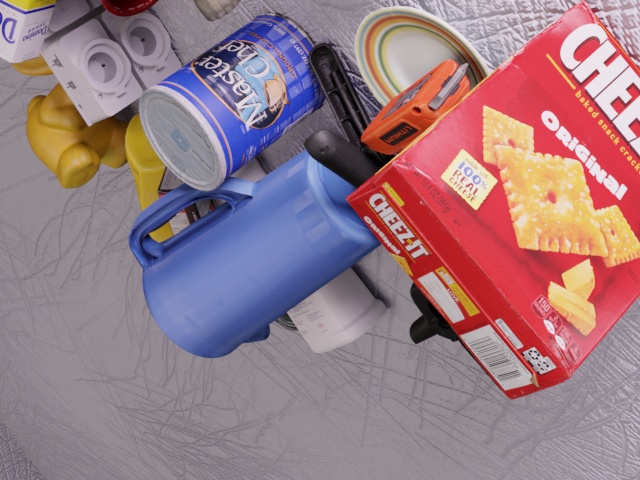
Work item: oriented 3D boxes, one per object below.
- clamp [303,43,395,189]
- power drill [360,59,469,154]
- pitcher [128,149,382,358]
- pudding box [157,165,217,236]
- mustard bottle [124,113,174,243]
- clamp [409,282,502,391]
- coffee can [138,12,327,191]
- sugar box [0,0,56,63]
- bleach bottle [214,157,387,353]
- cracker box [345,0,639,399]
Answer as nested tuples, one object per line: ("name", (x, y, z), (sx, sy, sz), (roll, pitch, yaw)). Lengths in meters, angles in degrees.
("clamp", (0.046, -0.052, 0.894), (0.036, 0.164, 0.210), (-27, 114, 20))
("power drill", (0.124, -0.042, 0.836), (0.187, 0.057, 0.185), (41, 151, -9))
("pitcher", (-0.057, 0.001, 1.006), (0.243, 0.148, 0.145), (-34, 73, 36))
("pudding box", (-0.136, -0.052, 1.148), (0.039, 0.113, 0.090), (-9, 127, 10))
("mustard bottle", (-0.187, -0.051, 1.244), (0.192, 0.058, 0.096), (90, 169, -50))
("clamp", (0.115, 0.071, 0.969), (0.120, 0.039, 0.171), (17, 150, 35))
("coffee can", (-0.075, -0.124, 0.946), (0.103, 0.140, 0.103), (34, 147, 25))
("sugar box", (-0.280, -0.258, 0.975), (0.093, 0.048, 0.176), (40, 126, 13))
("bleach bottle", (-0.039, -0.003, 1.120), (0.251, 0.068, 0.103), (55, 147, -4))
("cracker box", (0.146, -0.032, 0.679), (0.164, 0.213, 0.072), (51, 149, -2))
